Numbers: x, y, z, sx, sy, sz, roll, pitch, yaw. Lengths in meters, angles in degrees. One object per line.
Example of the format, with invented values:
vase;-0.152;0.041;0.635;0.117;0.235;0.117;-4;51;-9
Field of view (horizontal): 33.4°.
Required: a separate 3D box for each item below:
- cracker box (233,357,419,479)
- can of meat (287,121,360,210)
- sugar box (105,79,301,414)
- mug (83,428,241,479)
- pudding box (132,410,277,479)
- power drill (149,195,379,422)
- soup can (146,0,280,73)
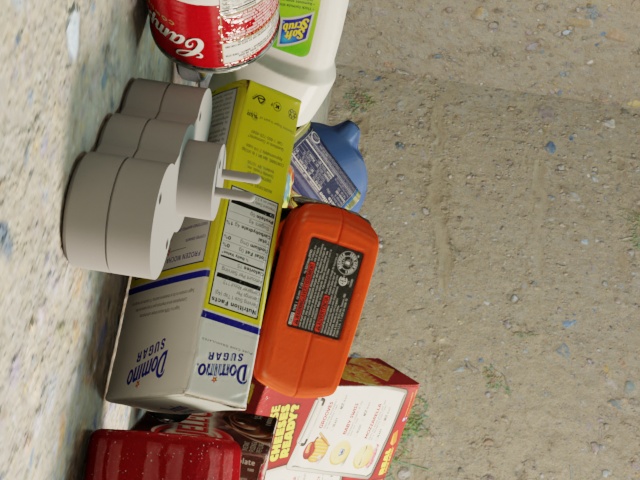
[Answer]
cracker box;-0.020;0.193;0.999;0.213;0.072;0.164;8;105;-46
can of meat;-0.024;-0.055;0.923;0.057;0.084;0.102;-46;-159;-24
sugar box;-0.064;0.006;0.590;0.094;0.048;0.176;-14;-116;53
mug;-0.091;0.145;0.571;0.117;0.093;0.081;-16;-114;57
pudding box;-0.079;0.143;0.735;0.113;0.090;0.039;-46;146;-88
power drill;-0.048;0.039;0.651;0.188;0.057;0.184;13;-92;60
soup can;-0.052;-0.137;0.508;0.102;0.068;0.068;95;4;-63
